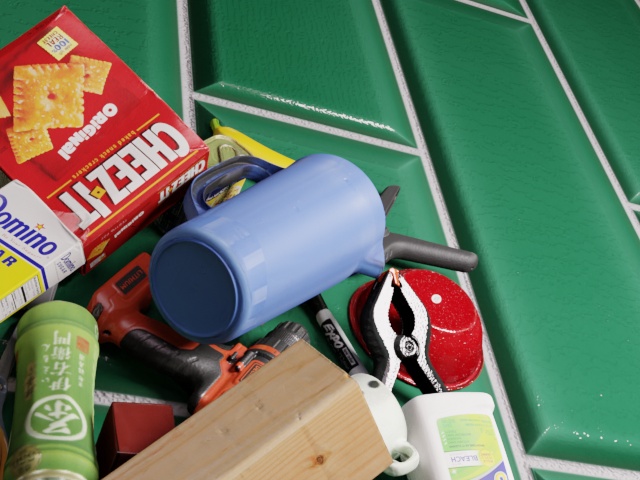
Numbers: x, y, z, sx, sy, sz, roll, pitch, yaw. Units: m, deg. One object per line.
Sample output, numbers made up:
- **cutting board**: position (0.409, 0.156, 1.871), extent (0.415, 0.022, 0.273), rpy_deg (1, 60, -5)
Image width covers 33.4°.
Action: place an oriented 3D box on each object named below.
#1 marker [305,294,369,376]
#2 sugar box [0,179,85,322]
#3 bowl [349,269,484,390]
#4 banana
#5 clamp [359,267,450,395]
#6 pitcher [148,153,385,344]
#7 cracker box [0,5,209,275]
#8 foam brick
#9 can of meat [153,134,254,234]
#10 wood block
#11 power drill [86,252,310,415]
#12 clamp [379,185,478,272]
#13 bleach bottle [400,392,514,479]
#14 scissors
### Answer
- **marker**: position (0.016, 0.099, 1.095), extent (0.020, 0.020, 0.121), rpy_deg (-4, 47, -35)
- **sugar box**: position (-0.298, 0.030, 0.905), extent (0.093, 0.048, 0.176), rpy_deg (42, 65, 18)
- **bowl**: position (0.114, 0.082, 1.146), extent (0.162, 0.055, 0.162), rpy_deg (17, 38, -14)
- **banana**: position (-0.049, -0.091, 1.262), extent (0.198, 0.037, 0.069), rpy_deg (28, 38, 0)
- **clamp**: position (0.088, 0.115, 1.061), extent (0.120, 0.039, 0.171), rpy_deg (12, 70, -34)
- **pitcher**: position (-0.057, 0.001, 1.003), extent (0.149, 0.145, 0.242), rpy_deg (-3, 14, 32)
- **cracker box**: position (-0.238, -0.100, 1.028), extent (0.214, 0.072, 0.164), rpy_deg (44, 67, 11)
- **foam brick**: position (-0.150, 0.173, 0.855), extent (0.051, 0.078, 0.053), rpy_deg (7, 41, -23)
- **can of meat**: position (-0.125, -0.054, 1.133), extent (0.057, 0.084, 0.101), rpy_deg (38, 38, 13)
- **wood block**: position (-0.061, 0.179, 0.798), extent (0.206, 0.091, 0.090), rpy_deg (-34, 31, -17)
- **power drill**: position (-0.113, 0.090, 0.993), extent (0.188, 0.057, 0.184), rpy_deg (32, 32, 8)
- **clamp**: position (0.069, 0.001, 1.220), extent (0.209, 0.036, 0.165), rpy_deg (-16, 43, -41)
- **bleach bottle**: position (0.144, 0.258, 0.941), extent (0.102, 0.068, 0.251), rpy_deg (4, 51, -30)
- **scissors**: position (-0.278, 0.117, 0.862), extent (0.096, 0.016, 0.202), rpy_deg (45, 23, -40)
